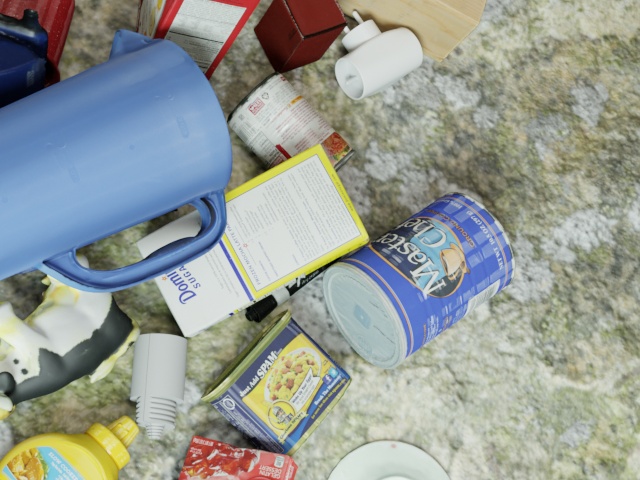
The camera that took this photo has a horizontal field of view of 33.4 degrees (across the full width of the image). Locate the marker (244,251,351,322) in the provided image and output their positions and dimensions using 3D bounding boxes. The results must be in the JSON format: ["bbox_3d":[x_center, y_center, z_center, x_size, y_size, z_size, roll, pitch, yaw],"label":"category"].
[{"bbox_3d":[-0.019,0.035,0.950,0.121,0.020,0.020,-37,88,-26],"label":"marker"}]

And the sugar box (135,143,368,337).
[{"bbox_3d":[-0.056,0.001,0.901,0.176,0.048,0.093,-28,85,-1],"label":"sugar box"}]

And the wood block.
[{"bbox_3d":[0.058,-0.272,1.042,0.206,0.090,0.090,25,66,-11],"label":"wood block"}]

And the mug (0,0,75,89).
[{"bbox_3d":[-0.266,-0.180,0.902,0.117,0.093,0.081,0,62,18],"label":"mug"}]

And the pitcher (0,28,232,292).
[{"bbox_3d":[-0.192,-0.042,0.802,0.242,0.145,0.149,-28,50,-28],"label":"pitcher"}]

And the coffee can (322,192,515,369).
[{"bbox_3d":[0.087,0.034,0.943,0.140,0.103,0.103,-32,85,-26],"label":"coffee can"}]

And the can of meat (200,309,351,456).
[{"bbox_3d":[-0.034,0.123,0.895,0.084,0.058,0.102,45,64,-4],"label":"can of meat"}]

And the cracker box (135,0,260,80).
[{"bbox_3d":[-0.101,-0.234,0.902,0.072,0.214,0.164,9,70,-19],"label":"cracker box"}]

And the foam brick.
[{"bbox_3d":[-0.019,-0.199,0.996,0.051,0.078,0.053,-24,84,-26],"label":"foam brick"}]

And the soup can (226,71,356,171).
[{"bbox_3d":[-0.027,-0.093,0.963,0.102,0.069,0.068,46,64,0],"label":"soup can"}]

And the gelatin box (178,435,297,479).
[{"bbox_3d":[-0.070,0.201,0.847,0.089,0.030,0.073,8,66,20],"label":"gelatin box"}]

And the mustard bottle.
[{"bbox_3d":[-0.211,0.202,0.801,0.096,0.058,0.191,44,64,5],"label":"mustard bottle"}]
